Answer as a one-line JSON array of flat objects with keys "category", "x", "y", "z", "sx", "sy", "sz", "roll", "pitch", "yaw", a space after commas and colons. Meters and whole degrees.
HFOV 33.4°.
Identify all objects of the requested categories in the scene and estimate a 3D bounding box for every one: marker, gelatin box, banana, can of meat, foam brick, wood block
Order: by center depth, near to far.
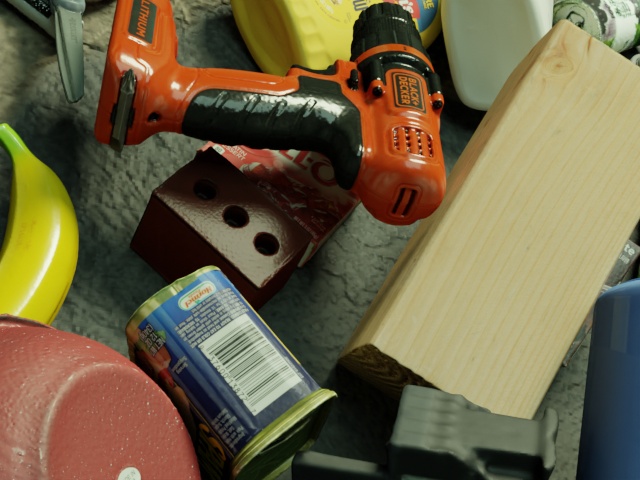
[{"category": "can of meat", "x": -0.044, "y": 0.068, "z": 0.497, "sx": 0.057, "sy": 0.102, "sz": 0.084, "roll": -35, "pitch": 74, "yaw": -21}, {"category": "banana", "x": -0.162, "y": 0.029, "z": 0.510, "sx": 0.069, "sy": 0.037, "sz": 0.197, "roll": 20, "pitch": 49, "yaw": -6}, {"category": "foam brick", "x": -0.054, "y": 0.001, "z": 0.576, "sx": 0.078, "sy": 0.051, "sz": 0.052, "roll": 41, "pitch": 48, "yaw": 5}, {"category": "wood block", "x": 0.105, "y": -0.001, "z": 0.579, "sx": 0.091, "sy": 0.090, "sz": 0.206, "roll": 32, "pitch": 75, "yaw": -2}, {"category": "gelatin box", "x": -0.022, "y": -0.038, "z": 0.636, "sx": 0.089, "sy": 0.030, "sz": 0.073, "roll": 40, "pitch": 48, "yaw": 4}, {"category": "marker", "x": -0.196, "y": -0.160, "z": 0.643, "sx": 0.121, "sy": 0.020, "sz": 0.020, "roll": 37, "pitch": 48, "yaw": 2}]

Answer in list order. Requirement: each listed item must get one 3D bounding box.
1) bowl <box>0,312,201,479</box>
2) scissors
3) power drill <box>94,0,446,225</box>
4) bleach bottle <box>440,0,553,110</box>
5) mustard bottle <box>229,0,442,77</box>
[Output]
[{"category": "bowl", "x": -0.097, "y": 0.100, "z": 0.427, "sx": 0.162, "sy": 0.055, "sz": 0.162, "roll": 40, "pitch": 39, "yaw": -43}, {"category": "scissors", "x": -0.135, "y": -0.142, "z": 0.638, "sx": 0.096, "sy": 0.016, "sz": 0.202, "roll": 1, "pitch": 45, "yaw": -38}, {"category": "power drill", "x": -0.024, "y": -0.093, "z": 0.591, "sx": 0.187, "sy": 0.057, "sz": 0.184, "roll": 10, "pitch": 39, "yaw": -10}, {"category": "bleach bottle", "x": 0.146, "y": -0.195, "z": 0.800, "sx": 0.068, "sy": 0.102, "sz": 0.250, "roll": -5, "pitch": 30, "yaw": 20}, {"category": "mustard bottle", "x": 0.033, "y": -0.166, "z": 0.739, "sx": 0.191, "sy": 0.058, "sz": 0.096, "roll": -23, "pitch": 81, "yaw": -38}]
